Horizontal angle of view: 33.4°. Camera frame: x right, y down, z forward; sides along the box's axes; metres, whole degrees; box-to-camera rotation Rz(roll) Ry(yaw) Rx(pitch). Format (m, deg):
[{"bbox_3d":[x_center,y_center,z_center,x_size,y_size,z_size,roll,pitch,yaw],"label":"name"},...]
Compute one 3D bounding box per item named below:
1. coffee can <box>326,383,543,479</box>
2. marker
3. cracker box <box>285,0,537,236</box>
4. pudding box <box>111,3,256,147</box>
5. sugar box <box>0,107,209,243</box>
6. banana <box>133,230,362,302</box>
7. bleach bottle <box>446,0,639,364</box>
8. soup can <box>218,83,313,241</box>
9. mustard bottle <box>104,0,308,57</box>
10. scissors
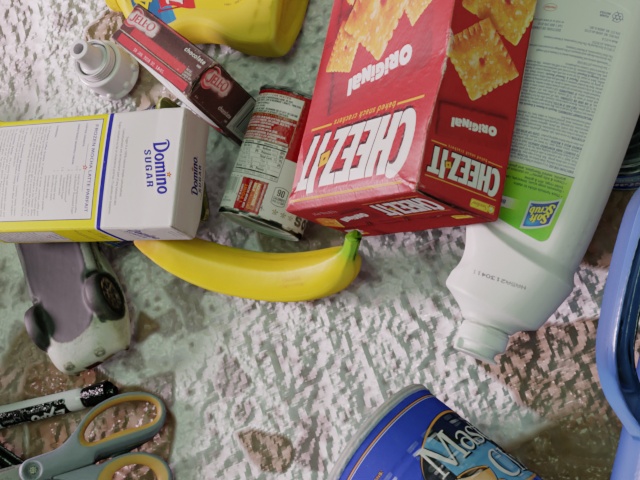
[{"bbox_3d":[0.086,0.173,0.676,0.140,0.102,0.103,36,91,25],"label":"coffee can"},{"bbox_3d":[-0.216,0.132,0.853,0.121,0.020,0.020,-15,71,18],"label":"marker"},{"bbox_3d":[0.060,-0.117,0.703,0.164,0.072,0.213,-7,68,61],"label":"cracker box"},{"bbox_3d":[-0.097,-0.125,0.823,0.090,0.113,0.039,40,89,25],"label":"pudding box"},{"bbox_3d":[-0.173,-0.047,0.809,0.176,0.048,0.093,0,77,21],"label":"sugar box"},{"bbox_3d":[-0.046,0.016,0.794,0.198,0.069,0.037,-1,36,28],"label":"banana"},{"bbox_3d":[0.135,-0.046,0.678,0.103,0.068,0.251,17,82,34],"label":"bleach bottle"},{"bbox_3d":[-0.030,-0.058,0.804,0.069,0.068,0.102,16,83,24],"label":"soup can"},{"bbox_3d":[-0.106,-0.205,0.879,0.192,0.058,0.096,9,78,24],"label":"mustard bottle"},{"bbox_3d":[-0.199,0.186,0.800,0.201,0.016,0.096,-30,77,-10],"label":"scissors"}]
